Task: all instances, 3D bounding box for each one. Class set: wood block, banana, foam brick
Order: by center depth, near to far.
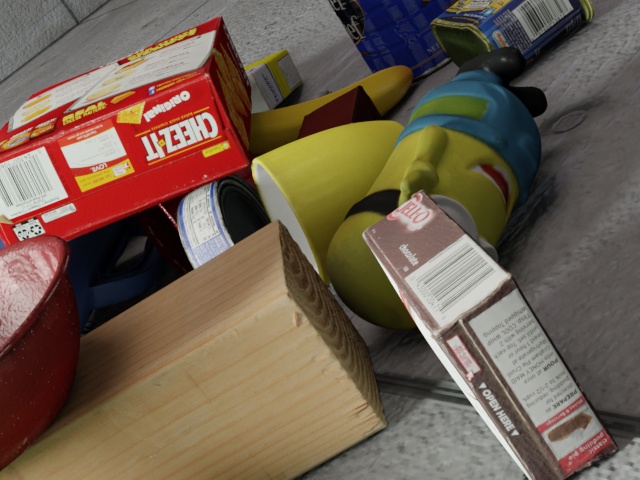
[{"bbox_3d":[-0.082,0.090,0.536,0.206,0.090,0.090,-31,22,8],"label":"wood block"},{"bbox_3d":[0.018,-0.068,0.772,0.051,0.053,0.078,-26,23,19],"label":"foam brick"},{"bbox_3d":[-0.012,-0.100,0.847,0.197,0.037,0.070,-14,47,-9],"label":"banana"}]

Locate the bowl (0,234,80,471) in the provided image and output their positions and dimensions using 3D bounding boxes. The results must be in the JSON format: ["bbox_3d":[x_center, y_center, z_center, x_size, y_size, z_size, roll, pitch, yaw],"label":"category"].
[{"bbox_3d":[-0.169,0.070,0.503,0.162,0.055,0.162,-29,24,14],"label":"bowl"}]

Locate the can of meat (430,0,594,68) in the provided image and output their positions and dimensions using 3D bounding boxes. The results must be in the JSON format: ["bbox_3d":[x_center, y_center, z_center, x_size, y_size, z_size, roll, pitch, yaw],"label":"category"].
[{"bbox_3d":[0.140,-0.166,0.799,0.084,0.057,0.102,-38,21,-4],"label":"can of meat"}]

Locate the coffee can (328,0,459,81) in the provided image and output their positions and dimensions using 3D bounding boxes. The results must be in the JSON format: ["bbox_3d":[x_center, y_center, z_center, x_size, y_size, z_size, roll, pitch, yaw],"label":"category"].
[{"bbox_3d":[0.058,-0.216,0.905,0.103,0.140,0.103,-29,22,13],"label":"coffee can"}]

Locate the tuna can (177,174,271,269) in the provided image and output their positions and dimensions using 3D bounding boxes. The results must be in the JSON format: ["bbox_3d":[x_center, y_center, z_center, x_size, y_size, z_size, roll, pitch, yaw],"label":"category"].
[{"bbox_3d":[-0.055,0.001,0.690,0.034,0.086,0.086,-28,22,19],"label":"tuna can"}]

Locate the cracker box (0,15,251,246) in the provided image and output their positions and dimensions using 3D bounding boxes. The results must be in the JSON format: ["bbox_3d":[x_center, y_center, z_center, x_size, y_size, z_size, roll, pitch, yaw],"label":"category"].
[{"bbox_3d":[-0.133,-0.079,0.741,0.164,0.072,0.213,-21,20,5],"label":"cracker box"}]

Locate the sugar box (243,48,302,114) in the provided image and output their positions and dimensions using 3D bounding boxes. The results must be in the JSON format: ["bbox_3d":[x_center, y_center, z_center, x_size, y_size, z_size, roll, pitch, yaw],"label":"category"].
[{"bbox_3d":[-0.078,-0.136,1.013,0.093,0.048,0.176,-25,9,14],"label":"sugar box"}]

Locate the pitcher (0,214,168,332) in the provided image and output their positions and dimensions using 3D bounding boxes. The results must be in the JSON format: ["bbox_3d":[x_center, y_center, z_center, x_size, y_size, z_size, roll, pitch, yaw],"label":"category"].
[{"bbox_3d":[-0.214,0.023,0.815,0.149,0.145,0.243,-40,19,15],"label":"pitcher"}]

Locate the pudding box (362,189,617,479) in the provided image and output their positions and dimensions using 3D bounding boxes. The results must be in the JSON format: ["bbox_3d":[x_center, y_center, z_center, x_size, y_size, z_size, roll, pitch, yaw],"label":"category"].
[{"bbox_3d":[0.065,0.037,0.438,0.039,0.090,0.113,-35,22,3],"label":"pudding box"}]

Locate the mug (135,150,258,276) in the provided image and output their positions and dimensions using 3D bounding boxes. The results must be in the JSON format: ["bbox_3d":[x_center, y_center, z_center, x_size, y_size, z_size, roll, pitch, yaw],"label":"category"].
[{"bbox_3d":[-0.085,-0.022,0.799,0.081,0.093,0.117,-37,-15,-20],"label":"mug"}]
